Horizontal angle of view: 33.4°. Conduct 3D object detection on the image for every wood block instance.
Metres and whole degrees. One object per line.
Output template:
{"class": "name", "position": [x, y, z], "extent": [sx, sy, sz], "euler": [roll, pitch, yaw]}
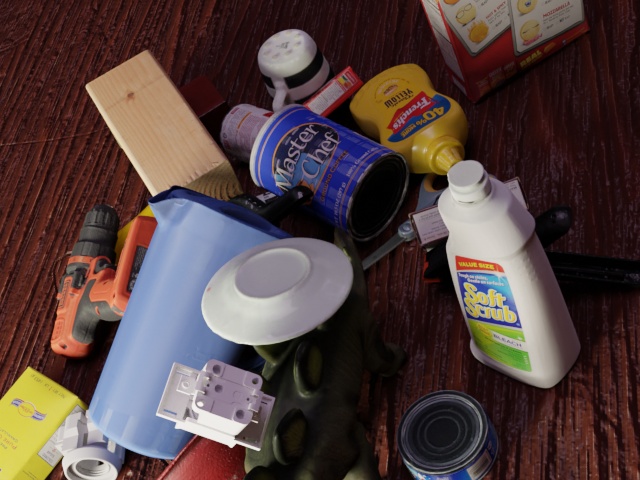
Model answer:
{"class": "wood block", "position": [-0.180, -0.113, 1.240], "extent": [0.090, 0.090, 0.206], "euler": [-32, 58, -7]}

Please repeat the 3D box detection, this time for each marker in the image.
{"class": "marker", "position": [-0.021, -0.062, 1.224], "extent": [0.121, 0.020, 0.020], "euler": [-22, 45, 9]}

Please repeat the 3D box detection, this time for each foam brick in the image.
{"class": "foam brick", "position": [-0.145, -0.164, 1.354], "extent": [0.051, 0.053, 0.078], "euler": [-34, 46, -4]}

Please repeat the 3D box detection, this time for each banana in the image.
{"class": "banana", "position": [-0.200, -0.032, 1.281], "extent": [0.070, 0.037, 0.197], "euler": [6, 51, 52]}

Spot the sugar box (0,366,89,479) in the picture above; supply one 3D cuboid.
{"class": "sugar box", "position": [-0.325, 0.224, 1.109], "extent": [0.093, 0.048, 0.176], "euler": [20, 62, 38]}

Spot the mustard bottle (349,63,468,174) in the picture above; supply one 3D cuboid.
{"class": "mustard bottle", "position": [0.107, -0.124, 1.171], "extent": [0.096, 0.058, 0.192], "euler": [-31, 38, -2]}

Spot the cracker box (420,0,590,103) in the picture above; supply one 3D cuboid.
{"class": "cracker box", "position": [0.194, -0.281, 1.168], "extent": [0.164, 0.213, 0.072], "euler": [-33, 45, -3]}

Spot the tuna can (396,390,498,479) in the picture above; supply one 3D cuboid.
{"class": "tuna can", "position": [0.111, 0.175, 0.938], "extent": [0.086, 0.033, 0.086], "euler": [-14, 47, 15]}

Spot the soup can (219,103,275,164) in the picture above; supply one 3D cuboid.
{"class": "soup can", "position": [-0.063, -0.119, 1.261], "extent": [0.102, 0.068, 0.068], "euler": [22, 64, 39]}

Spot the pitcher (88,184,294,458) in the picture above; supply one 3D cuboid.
{"class": "pitcher", "position": [-0.117, 0.082, 1.018], "extent": [0.149, 0.145, 0.243], "euler": [25, 95, 15]}

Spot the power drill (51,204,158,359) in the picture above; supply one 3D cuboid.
{"class": "power drill", "position": [-0.223, 0.030, 1.155], "extent": [0.188, 0.057, 0.184], "euler": [-21, 55, 53]}

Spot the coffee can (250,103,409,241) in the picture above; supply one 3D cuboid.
{"class": "coffee can", "position": [0.009, -0.074, 1.144], "extent": [0.140, 0.103, 0.102], "euler": [30, 68, 31]}

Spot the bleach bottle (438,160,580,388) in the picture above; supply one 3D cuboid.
{"class": "bleach bottle", "position": [0.147, 0.024, 0.897], "extent": [0.103, 0.250, 0.068], "euler": [25, 66, 40]}

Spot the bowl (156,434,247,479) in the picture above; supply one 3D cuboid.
{"class": "bowl", "position": [-0.094, 0.203, 0.964], "extent": [0.055, 0.162, 0.162], "euler": [40, 73, 7]}

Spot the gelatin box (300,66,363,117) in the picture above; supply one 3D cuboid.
{"class": "gelatin box", "position": [0.006, -0.166, 1.263], "extent": [0.073, 0.030, 0.089], "euler": [-42, 7, -10]}

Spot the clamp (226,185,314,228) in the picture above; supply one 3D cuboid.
{"class": "clamp", "position": [-0.058, 0.001, 1.152], "extent": [0.039, 0.120, 0.172], "euler": [-11, 8, -38]}

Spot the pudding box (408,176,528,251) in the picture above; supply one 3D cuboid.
{"class": "pudding box", "position": [0.147, -0.025, 1.053], "extent": [0.113, 0.090, 0.039], "euler": [-21, 83, 6]}

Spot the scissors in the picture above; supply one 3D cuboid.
{"class": "scissors", "position": [0.094, -0.026, 1.136], "extent": [0.202, 0.016, 0.096], "euler": [-27, 43, 3]}

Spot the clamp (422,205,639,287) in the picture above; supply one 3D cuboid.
{"class": "clamp", "position": [0.177, 0.013, 0.979], "extent": [0.210, 0.164, 0.036], "euler": [-5, 66, 35]}
